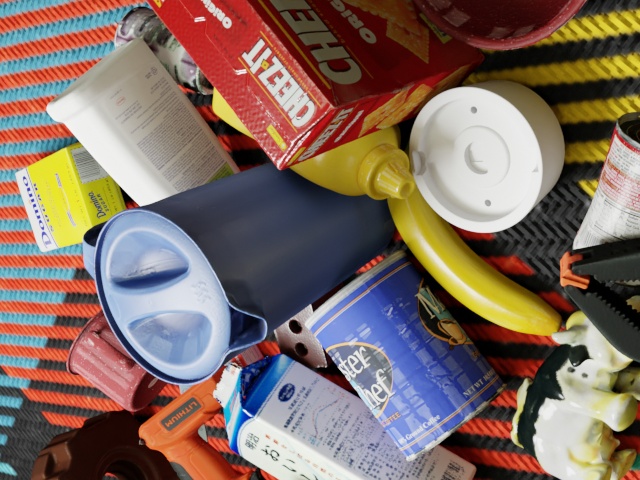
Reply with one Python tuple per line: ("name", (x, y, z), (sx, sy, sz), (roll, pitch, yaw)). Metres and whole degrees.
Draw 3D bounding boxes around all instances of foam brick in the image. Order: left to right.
("foam brick", (-0.008, 0.069, 0.958), (0.053, 0.051, 0.078), (-6, 105, 40))

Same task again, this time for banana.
("banana", (0.109, 0.006, 0.847), (0.198, 0.037, 0.070), (54, 133, 7))

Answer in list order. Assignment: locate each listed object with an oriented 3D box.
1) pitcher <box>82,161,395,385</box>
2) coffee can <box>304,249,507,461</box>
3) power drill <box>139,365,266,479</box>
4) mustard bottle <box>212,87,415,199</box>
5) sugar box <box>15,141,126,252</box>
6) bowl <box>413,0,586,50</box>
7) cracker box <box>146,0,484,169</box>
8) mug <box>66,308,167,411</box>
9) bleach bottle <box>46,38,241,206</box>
("pitcher", (-0.055, 0.001, 0.839), (0.145, 0.242, 0.149), (-37, 84, 42))
("coffee can", (0.069, 0.093, 0.873), (0.140, 0.102, 0.103), (53, 132, 8))
("power drill", (-0.069, 0.215, 1.016), (0.184, 0.057, 0.188), (-37, 84, 10))
("mustard bottle", (0.005, -0.084, 0.824), (0.192, 0.096, 0.058), (39, 130, 40))
("sugar box", (-0.254, -0.042, 1.077), (0.177, 0.048, 0.093), (-11, 97, 56))
("bowl", (0.129, -0.214, 0.725), (0.162, 0.055, 0.162), (16, 118, 33))
("cracker box", (0.001, -0.153, 0.746), (0.164, 0.213, 0.072), (51, 126, 9))
("mug", (-0.205, 0.120, 1.104), (0.081, 0.093, 0.117), (33, 169, 17))
("bleach bottle", (-0.121, -0.048, 0.940), (0.068, 0.102, 0.250), (-6, 125, 55))
